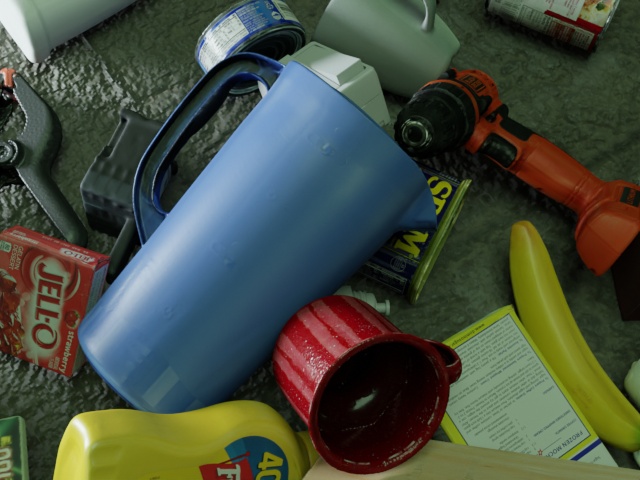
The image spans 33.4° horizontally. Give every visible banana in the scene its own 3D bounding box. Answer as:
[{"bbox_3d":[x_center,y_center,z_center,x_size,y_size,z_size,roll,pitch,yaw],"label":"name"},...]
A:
[{"bbox_3d":[0.184,0.078,0.770,0.037,0.070,0.198,-8,54,-33],"label":"banana"}]

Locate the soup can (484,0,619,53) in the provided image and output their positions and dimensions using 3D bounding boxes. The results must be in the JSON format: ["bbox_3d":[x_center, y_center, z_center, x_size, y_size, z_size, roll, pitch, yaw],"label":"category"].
[{"bbox_3d":[0.197,-0.208,0.898,0.102,0.068,0.068,23,66,7],"label":"soup can"}]

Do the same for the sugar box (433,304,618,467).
[{"bbox_3d":[0.138,0.142,0.735,0.093,0.048,0.176,-30,84,-15],"label":"sugar box"}]

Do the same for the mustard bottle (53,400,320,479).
[{"bbox_3d":[-0.070,0.149,0.683,0.191,0.096,0.058,0,25,-32],"label":"mustard bottle"}]

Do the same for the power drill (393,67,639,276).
[{"bbox_3d":[0.149,-0.056,0.787,0.188,0.057,0.184,38,27,7],"label":"power drill"}]

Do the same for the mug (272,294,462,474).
[{"bbox_3d":[0.031,0.082,0.666,0.117,0.093,0.082,-12,24,-20],"label":"mug"}]

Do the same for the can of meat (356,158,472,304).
[{"bbox_3d":[0.055,-0.016,0.808,0.084,0.057,0.102,25,67,9],"label":"can of meat"}]

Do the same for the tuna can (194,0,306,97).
[{"bbox_3d":[-0.054,-0.153,0.845,0.086,0.086,0.034,-29,73,-16],"label":"tuna can"}]

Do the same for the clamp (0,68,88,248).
[{"bbox_3d":[-0.227,-0.054,0.812,0.120,0.039,0.171,4,66,0],"label":"clamp"}]

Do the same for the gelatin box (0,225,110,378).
[{"bbox_3d":[-0.194,0.042,0.749,0.073,0.030,0.089,19,109,7],"label":"gelatin box"}]

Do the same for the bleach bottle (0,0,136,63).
[{"bbox_3d":[-0.155,-0.248,0.894,0.250,0.068,0.103,-31,72,-19],"label":"bleach bottle"}]

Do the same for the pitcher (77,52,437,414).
[{"bbox_3d":[-0.055,0.001,0.722,0.243,0.144,0.149,-48,37,1],"label":"pitcher"}]
